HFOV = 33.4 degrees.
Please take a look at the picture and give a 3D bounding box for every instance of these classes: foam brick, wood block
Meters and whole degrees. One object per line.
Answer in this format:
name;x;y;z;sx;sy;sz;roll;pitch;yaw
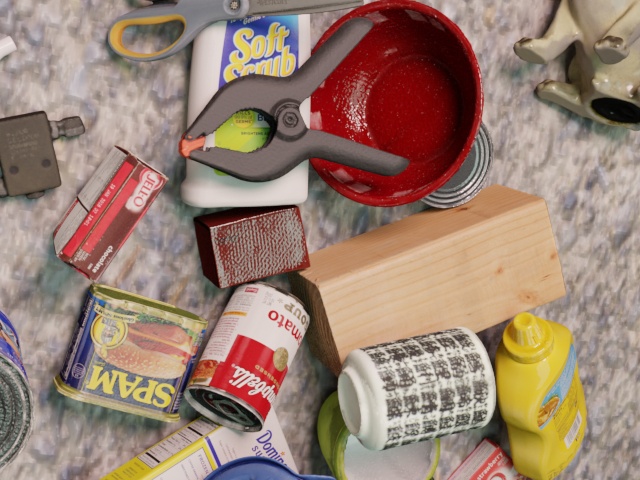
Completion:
foam brick;-0.056;0.001;0.859;0.078;0.051;0.053;-13;104;-17
wood block;0.088;0.032;0.895;0.206;0.091;0.090;-21;107;-14

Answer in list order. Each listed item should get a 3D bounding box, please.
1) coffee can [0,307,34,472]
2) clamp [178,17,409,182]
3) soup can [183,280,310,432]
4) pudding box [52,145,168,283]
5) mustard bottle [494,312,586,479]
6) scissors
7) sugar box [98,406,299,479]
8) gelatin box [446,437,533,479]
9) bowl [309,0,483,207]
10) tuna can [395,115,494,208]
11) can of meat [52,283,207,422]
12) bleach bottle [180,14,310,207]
coffee can;-0.261;0.101;0.759;0.102;0.140;0.103;-4;103;-19
clamp;-0.022;-0.099;0.786;0.171;0.039;0.120;-7;88;-15
soup can;-0.057;0.092;0.849;0.068;0.069;0.102;38;59;-22
pudding box;-0.157;-0.023;0.785;0.039;0.114;0.090;36;88;-19
mustard bottle;0.188;0.124;0.920;0.096;0.058;0.191;-55;145;-26
scissors;-0.071;-0.187;0.775;0.202;0.016;0.096;-14;88;22
sugar box;-0.106;0.205;0.868;0.176;0.048;0.093;-30;112;-29
gelatin box;0.153;0.241;0.995;0.089;0.030;0.073;-47;112;-5
bowl;0.063;-0.106;0.848;0.055;0.162;0.162;0;105;-60
tuna can;0.102;-0.072;0.908;0.086;0.034;0.086;-4;103;-19
can of meat;-0.148;0.088;0.843;0.102;0.057;0.084;19;92;-23
bleach bottle;-0.058;-0.154;0.821;0.102;0.068;0.251;-3;100;-17
